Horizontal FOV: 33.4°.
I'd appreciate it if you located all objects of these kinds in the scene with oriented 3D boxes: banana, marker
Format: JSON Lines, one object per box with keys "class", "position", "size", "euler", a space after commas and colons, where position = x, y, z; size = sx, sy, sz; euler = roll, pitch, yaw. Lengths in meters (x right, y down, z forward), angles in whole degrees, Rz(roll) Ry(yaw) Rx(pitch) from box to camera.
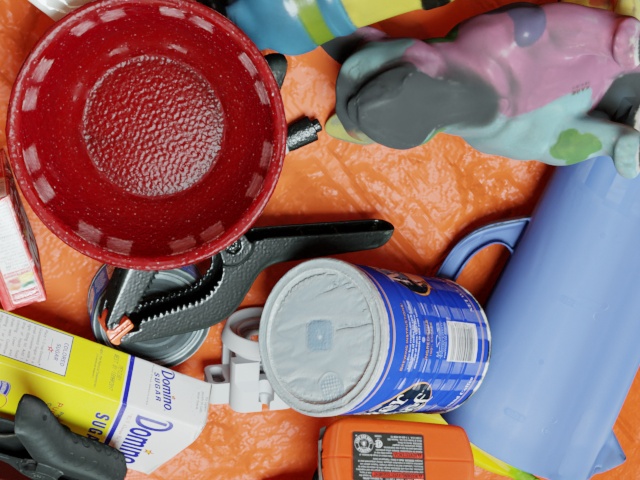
{"class": "banana", "position": [0.081, 0.143, 0.836], "size": [0.197, 0.070, 0.037], "euler": [22, 89, -16]}
{"class": "marker", "position": [-0.054, -0.053, 0.735], "size": [0.121, 0.020, 0.020], "euler": [-27, 118, -4]}

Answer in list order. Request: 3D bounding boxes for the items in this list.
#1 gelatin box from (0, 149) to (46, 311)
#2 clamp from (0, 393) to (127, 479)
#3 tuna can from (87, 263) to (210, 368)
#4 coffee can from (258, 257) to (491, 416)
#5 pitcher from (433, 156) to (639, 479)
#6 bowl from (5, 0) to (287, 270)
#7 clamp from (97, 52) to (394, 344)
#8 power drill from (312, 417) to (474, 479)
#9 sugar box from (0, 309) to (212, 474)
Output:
{"class": "gelatin box", "position": [-0.198, -0.008, 0.672], "size": [0.030, 0.089, 0.073], "euler": [-18, 117, -11]}
{"class": "clamp", "position": [-0.177, 0.135, 0.695], "size": [0.171, 0.120, 0.039], "euler": [34, 62, -43]}
{"class": "tuna can", "position": [-0.120, 0.049, 0.752], "size": [0.086, 0.034, 0.086], "euler": [-6, 115, -14]}
{"class": "coffee can", "position": [0.040, 0.070, 0.740], "size": [0.140, 0.103, 0.103], "euler": [11, 112, -52]}
{"class": "pitcher", "position": [0.180, 0.042, 0.796], "size": [0.149, 0.145, 0.243], "euler": [12, 106, -37]}
{"class": "bowl", "position": [-0.102, -0.066, 0.640], "size": [0.162, 0.055, 0.162], "euler": [-1, 101, -5]}
{"class": "clamp", "position": [-0.055, 0.001, 0.718], "size": [0.210, 0.036, 0.164], "euler": [-45, 120, -4]}
{"class": "power drill", "position": [0.051, 0.190, 0.797], "size": [0.184, 0.057, 0.188], "euler": [3, 151, -11]}
{"class": "sugar box", "position": [-0.174, 0.106, 0.733], "size": [0.176, 0.048, 0.093], "euler": [25, 138, -22]}
